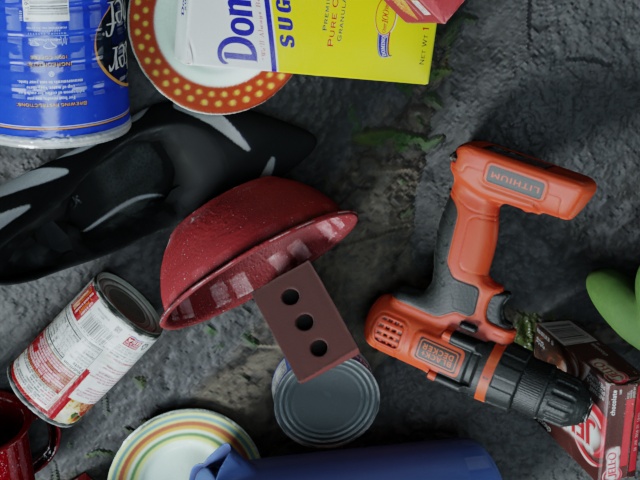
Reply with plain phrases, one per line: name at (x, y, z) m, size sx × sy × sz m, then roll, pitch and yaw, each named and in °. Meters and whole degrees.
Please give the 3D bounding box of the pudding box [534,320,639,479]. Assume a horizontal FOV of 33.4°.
pudding box at (0.210, 0.125, 0.851) m, size 0.039 × 0.113 × 0.090 m, roll -6°, pitch 112°, yaw -15°

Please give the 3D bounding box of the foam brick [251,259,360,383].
foam brick at (-0.011, 0.063, 0.811) m, size 0.053 × 0.051 × 0.078 m, roll -30°, pitch 82°, yaw -3°

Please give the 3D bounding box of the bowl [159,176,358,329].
bowl at (-0.055, 0.001, 0.765) m, size 0.162 × 0.162 × 0.055 m, roll -32°, pitch 80°, yaw 5°

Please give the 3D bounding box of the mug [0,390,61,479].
mug at (-0.255, 0.170, 0.827) m, size 0.117 × 0.093 × 0.081 m, roll -24°, pitch 125°, yaw -38°

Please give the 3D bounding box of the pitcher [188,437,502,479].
pitcher at (0.022, 0.236, 0.846) m, size 0.242 × 0.145 × 0.149 m, roll -5°, pitch 146°, yaw -19°

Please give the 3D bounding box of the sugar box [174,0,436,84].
sugar box at (-0.007, -0.160, 0.728) m, size 0.176 × 0.048 × 0.093 m, roll 0°, pitch 105°, yaw -20°

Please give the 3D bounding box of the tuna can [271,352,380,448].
tuna can at (0.003, 0.123, 0.865) m, size 0.086 × 0.034 × 0.086 m, roll -3°, pitch 112°, yaw -7°

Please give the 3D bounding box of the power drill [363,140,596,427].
power drill at (0.139, 0.032, 0.800) m, size 0.184 × 0.057 × 0.188 m, roll 22°, pitch 105°, yaw 16°

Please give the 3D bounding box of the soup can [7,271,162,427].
soup can at (-0.177, 0.082, 0.806) m, size 0.068 × 0.068 × 0.102 m, roll 41°, pitch 101°, yaw -20°

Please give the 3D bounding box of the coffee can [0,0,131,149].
coffee can at (-0.178, -0.141, 0.698) m, size 0.102 × 0.103 × 0.140 m, roll -1°, pitch 112°, yaw -7°
